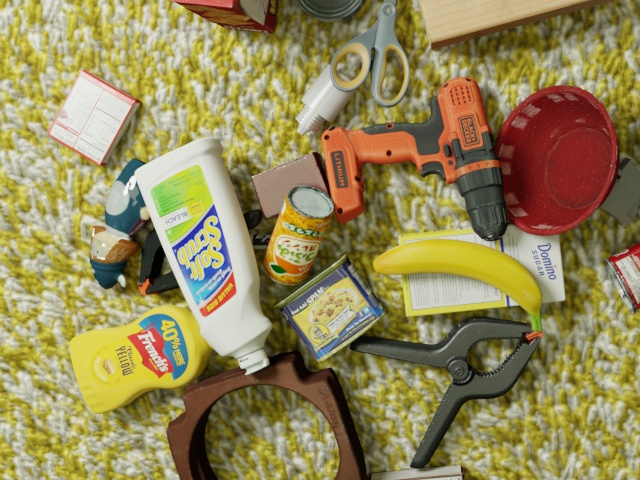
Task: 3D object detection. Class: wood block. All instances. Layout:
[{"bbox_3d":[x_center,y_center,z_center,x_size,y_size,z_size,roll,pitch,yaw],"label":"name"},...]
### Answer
[{"bbox_3d":[0.207,-0.276,1.137,0.206,0.090,0.090,-14,93,7],"label":"wood block"}]

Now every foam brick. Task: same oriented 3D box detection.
[{"bbox_3d":[-0.032,-0.062,1.203,0.078,0.053,0.051,-21,92,7],"label":"foam brick"}]

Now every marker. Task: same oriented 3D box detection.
[{"bbox_3d":[-0.058,0.002,1.227,0.121,0.020,0.020,0,95,6],"label":"marker"}]

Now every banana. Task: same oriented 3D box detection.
[{"bbox_3d":[0.158,0.035,1.150,0.198,0.037,0.069,21,93,3],"label":"banana"}]

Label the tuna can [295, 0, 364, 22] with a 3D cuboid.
[{"bbox_3d":[0.011,-0.286,1.187,0.086,0.033,0.086,1,95,7],"label":"tuna can"}]

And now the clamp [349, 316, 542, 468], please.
[{"bbox_3d":[0.157,0.157,1.208,0.210,0.036,0.164,-20,92,8],"label":"clamp"}]

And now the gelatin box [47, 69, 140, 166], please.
[{"bbox_3d":[-0.262,-0.141,1.234,0.073,0.030,0.089,30,98,2],"label":"gelatin box"}]

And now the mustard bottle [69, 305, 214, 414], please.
[{"bbox_3d":[-0.187,0.128,1.234,0.192,0.058,0.096,-20,82,7],"label":"mustard bottle"}]

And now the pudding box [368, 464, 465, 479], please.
[{"bbox_3d":[0.114,0.310,1.226,0.113,0.039,0.090,-7,94,5],"label":"pudding box"}]

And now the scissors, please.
[{"bbox_3d":[0.055,-0.242,1.170,0.096,0.016,0.202,-3,80,0],"label":"scissors"}]

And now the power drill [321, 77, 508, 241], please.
[{"bbox_3d":[0.103,-0.074,1.170,0.188,0.057,0.184,-12,77,6],"label":"power drill"}]

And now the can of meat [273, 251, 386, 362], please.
[{"bbox_3d":[0.013,0.076,1.208,0.102,0.057,0.084,-36,93,9],"label":"can of meat"}]

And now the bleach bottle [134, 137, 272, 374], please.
[{"bbox_3d":[-0.110,0.022,1.159,0.103,0.068,0.251,-24,87,14],"label":"bleach bottle"}]

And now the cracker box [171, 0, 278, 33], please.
[{"bbox_3d":[-0.089,-0.310,1.106,0.072,0.213,0.164,8,96,7],"label":"cracker box"}]

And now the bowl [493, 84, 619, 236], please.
[{"bbox_3d":[0.261,-0.082,1.142,0.162,0.055,0.162,-12,74,47],"label":"bowl"}]

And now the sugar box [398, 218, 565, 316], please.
[{"bbox_3d":[0.179,0.030,1.191,0.176,0.048,0.093,-6,93,4],"label":"sugar box"}]

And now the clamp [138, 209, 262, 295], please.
[{"bbox_3d":[-0.157,-0.013,1.226,0.171,0.039,0.120,-43,66,12],"label":"clamp"}]
